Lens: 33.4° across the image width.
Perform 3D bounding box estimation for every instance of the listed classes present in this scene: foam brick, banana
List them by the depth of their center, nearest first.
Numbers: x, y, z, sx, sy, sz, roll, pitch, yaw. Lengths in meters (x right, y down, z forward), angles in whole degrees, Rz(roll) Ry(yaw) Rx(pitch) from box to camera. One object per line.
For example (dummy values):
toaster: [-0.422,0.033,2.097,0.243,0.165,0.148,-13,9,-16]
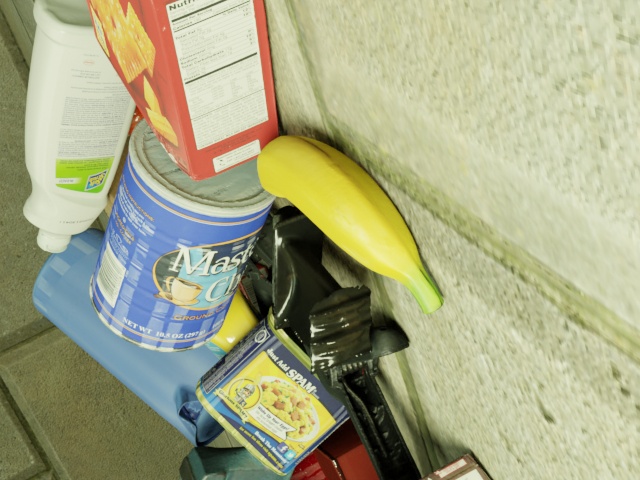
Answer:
banana: [0.000,-0.024,0.592,0.198,0.037,0.069,44,155,55]
foam brick: [0.032,0.170,0.815,0.053,0.051,0.078,64,167,-8]

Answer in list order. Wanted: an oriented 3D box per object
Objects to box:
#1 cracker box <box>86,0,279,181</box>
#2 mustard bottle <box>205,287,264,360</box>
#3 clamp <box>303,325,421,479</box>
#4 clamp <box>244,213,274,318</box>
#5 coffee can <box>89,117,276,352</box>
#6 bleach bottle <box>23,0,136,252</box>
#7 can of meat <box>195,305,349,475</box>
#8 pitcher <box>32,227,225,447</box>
cracker box: [-0.098,-0.161,0.625,0.164,0.072,0.214,55,164,31]
mustard bottle: [-0.062,0.085,0.884,0.191,0.058,0.096,49,172,-17]
clamp: [0.021,0.075,0.705,0.172,0.039,0.120,-130,35,-51]
clamp: [-0.056,0.001,0.841,0.164,0.036,0.210,55,167,-7]
coffee can: [-0.095,-0.006,0.736,0.103,0.102,0.140,55,138,32]
bleach bottle: [-0.226,-0.094,0.960,0.068,0.102,0.251,54,134,39]
can of meat: [-0.031,0.116,0.807,0.102,0.084,0.057,46,-174,-11]
pitcher: [-0.171,0.091,1.115,0.243,0.145,0.149,35,159,14]
